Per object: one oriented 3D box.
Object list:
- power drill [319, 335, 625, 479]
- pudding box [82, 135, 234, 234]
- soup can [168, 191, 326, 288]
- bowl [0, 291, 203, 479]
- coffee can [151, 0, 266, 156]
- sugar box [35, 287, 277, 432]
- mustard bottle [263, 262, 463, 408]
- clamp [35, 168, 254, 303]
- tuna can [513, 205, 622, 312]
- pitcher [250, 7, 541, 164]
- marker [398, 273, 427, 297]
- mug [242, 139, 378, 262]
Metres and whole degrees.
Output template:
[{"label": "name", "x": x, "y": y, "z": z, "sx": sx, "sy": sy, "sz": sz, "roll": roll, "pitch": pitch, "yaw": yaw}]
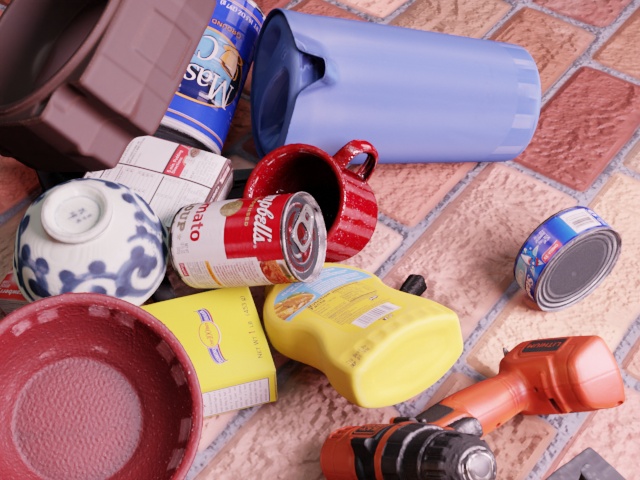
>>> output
[{"label": "power drill", "x": 0.109, "y": 0.120, "z": 0.711, "sx": 0.187, "sy": 0.185, "sz": 0.057, "roll": -19, "pitch": 91, "yaw": -26}, {"label": "pudding box", "x": -0.140, "y": -0.041, "z": 0.888, "sx": 0.113, "sy": 0.039, "sz": 0.090, "roll": 15, "pitch": 56, "yaw": 12}, {"label": "soup can", "x": -0.055, "y": 0.001, "z": 0.810, "sx": 0.102, "sy": 0.068, "sz": 0.068, "roll": -4, "pitch": 42, "yaw": 27}, {"label": "bowl", "x": -0.162, "y": 0.119, "z": 0.718, "sx": 0.162, "sy": 0.055, "sz": 0.162, "roll": 4, "pitch": 74, "yaw": -13}, {"label": "coffee can", "x": -0.118, "y": -0.151, "z": 0.963, "sx": 0.103, "sy": 0.103, "sz": 0.140, "roll": 15, "pitch": 75, "yaw": 13}, {"label": "sugar box", "x": -0.129, "y": 0.094, "z": 0.803, "sx": 0.176, "sy": 0.048, "sz": 0.093, "roll": -11, "pitch": 47, "yaw": -13}, {"label": "mustard bottle", "x": 0.012, "y": 0.059, "z": 0.802, "sx": 0.096, "sy": 0.058, "sz": 0.192, "roll": -28, "pitch": 29, "yaw": -24}, {"label": "clamp", "x": -0.166, "y": -0.025, "z": 0.923, "sx": 0.210, "sy": 0.036, "sz": 0.164, "roll": 16, "pitch": 51, "yaw": 14}, {"label": "tuna can", "x": 0.197, "y": 0.015, "z": 0.855, "sx": 0.086, "sy": 0.086, "sz": 0.034, "roll": -22, "pitch": 49, "yaw": -21}, {"label": "pitcher", "x": 0.062, "y": -0.127, "z": 0.950, "sx": 0.242, "sy": 0.145, "sz": 0.149, "roll": 1, "pitch": 39, "yaw": -19}, {"label": "marker", "x": 0.050, "y": 0.067, "z": 0.849, "sx": 0.020, "sy": 0.020, "sz": 0.121, "roll": 26, "pitch": 51, "yaw": 22}, {"label": "mug", "x": 0.003, "y": -0.035, "z": 0.873, "sx": 0.093, "sy": 0.081, "sz": 0.117, "roll": 45, "pitch": 103, "yaw": 25}]
